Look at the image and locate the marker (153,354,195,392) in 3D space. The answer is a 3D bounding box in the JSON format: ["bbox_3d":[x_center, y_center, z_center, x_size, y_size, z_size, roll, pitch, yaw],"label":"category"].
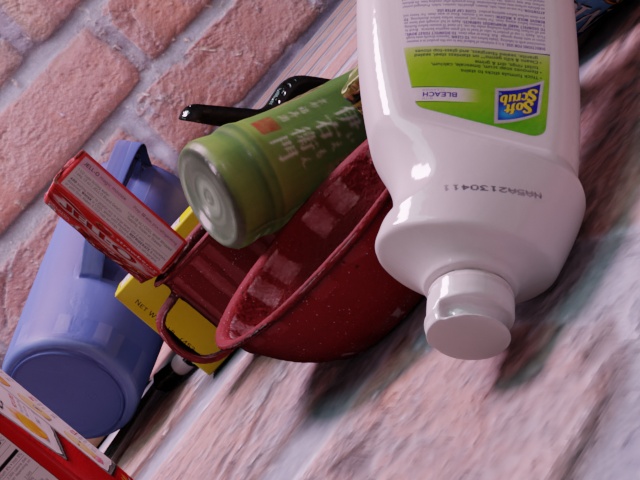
[{"bbox_3d":[-0.092,0.082,0.837,0.121,0.020,0.020,-44,11,27],"label":"marker"}]

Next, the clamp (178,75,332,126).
[{"bbox_3d":[-0.046,-0.113,1.079,0.036,0.164,0.209,21,57,44],"label":"clamp"}]

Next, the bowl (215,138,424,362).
[{"bbox_3d":[0.019,0.008,0.539,0.162,0.055,0.162,-47,10,11],"label":"bowl"}]

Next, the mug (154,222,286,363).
[{"bbox_3d":[-0.056,0.029,0.701,0.117,0.081,0.093,-51,10,-13],"label":"mug"}]

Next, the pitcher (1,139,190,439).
[{"bbox_3d":[-0.181,0.039,0.900,0.145,0.149,0.242,-30,28,24],"label":"pitcher"}]

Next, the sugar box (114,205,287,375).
[{"bbox_3d":[-0.055,0.001,0.769,0.176,0.093,0.048,-48,11,6],"label":"sugar box"}]

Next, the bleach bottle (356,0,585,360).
[{"bbox_3d":[0.055,-0.065,0.443,0.068,0.102,0.250,81,-167,-51],"label":"bleach bottle"}]

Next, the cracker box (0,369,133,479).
[{"bbox_3d":[-0.202,0.116,0.619,0.072,0.213,0.164,-50,10,-10],"label":"cracker box"}]

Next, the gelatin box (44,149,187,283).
[{"bbox_3d":[-0.133,-0.013,0.684,0.030,0.089,0.073,-52,11,-18],"label":"gelatin box"}]
